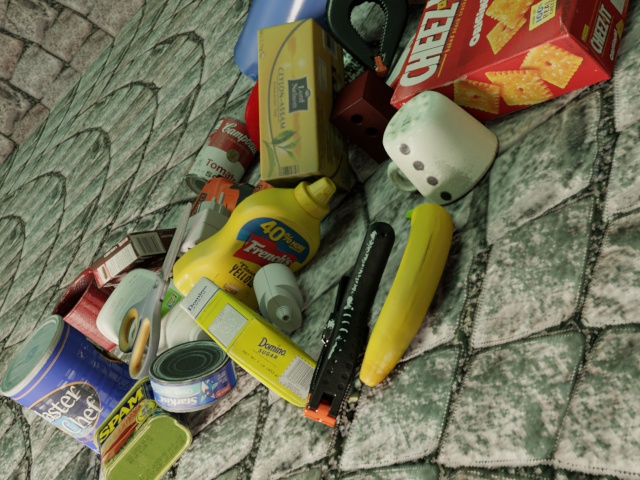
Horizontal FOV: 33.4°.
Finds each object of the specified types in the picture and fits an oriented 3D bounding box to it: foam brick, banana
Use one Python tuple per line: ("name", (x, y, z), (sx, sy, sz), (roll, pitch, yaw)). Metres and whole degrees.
("foam brick", (0.057, -0.129, 1.116), (0.053, 0.078, 0.051), (-32, 31, 37))
("banana", (0.078, 0.032, 0.896), (0.070, 0.037, 0.197), (119, 174, -50))

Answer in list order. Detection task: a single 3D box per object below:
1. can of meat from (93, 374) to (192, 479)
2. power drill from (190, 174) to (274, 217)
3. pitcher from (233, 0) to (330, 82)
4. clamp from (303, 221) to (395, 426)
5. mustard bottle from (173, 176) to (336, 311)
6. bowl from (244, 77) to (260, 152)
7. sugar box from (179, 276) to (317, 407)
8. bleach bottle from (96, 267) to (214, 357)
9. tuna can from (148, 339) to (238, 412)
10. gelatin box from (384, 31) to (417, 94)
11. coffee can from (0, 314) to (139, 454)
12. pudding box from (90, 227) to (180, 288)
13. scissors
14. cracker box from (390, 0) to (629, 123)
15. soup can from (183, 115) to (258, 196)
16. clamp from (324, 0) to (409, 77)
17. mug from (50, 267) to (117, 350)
("can of meat", (-0.180, 0.200, 1.084), (0.102, 0.057, 0.084), (-49, 25, 4))
("power drill", (-0.102, -0.013, 1.262), (0.188, 0.057, 0.184), (2, 59, 60))
("pitcher", (-0.013, -0.315, 1.340), (0.149, 0.144, 0.243), (62, 144, 33))
("clamp", (0.024, 0.068, 0.894), (0.120, 0.039, 0.171), (104, 180, -51))
("mustard bottle", (-0.057, 0.002, 1.103), (0.192, 0.096, 0.058), (-42, 29, 20))
("bowl", (-0.044, -0.171, 1.289), (0.162, 0.055, 0.162), (-56, -11, -17))
("sugar box", (-0.066, 0.090, 0.993), (0.048, 0.093, 0.176), (-51, 23, -3))
("bleach bottle", (-0.179, 0.097, 1.230), (0.102, 0.068, 0.251), (-58, 26, -9))
("tuna can", (-0.126, 0.133, 1.058), (0.086, 0.034, 0.086), (-10, 23, 4))
("gelatin box", (0.095, -0.181, 1.161), (0.089, 0.030, 0.073), (-65, 9, -31))
("coffee can", (-0.267, 0.163, 1.188), (0.103, 0.140, 0.103), (-40, 25, 23))
("pudding box", (-0.226, 0.021, 1.379), (0.090, 0.113, 0.039), (-35, 72, 34))
("scissors", (-0.186, 0.052, 1.179), (0.096, 0.016, 0.202), (13, 90, 56))
("cracker box", (0.177, -0.199, 0.985), (0.214, 0.072, 0.164), (-14, 46, 48))
("soup can", (-0.130, -0.107, 1.433), (0.069, 0.068, 0.102), (-7, 48, 58))
("clamp", (0.053, -0.288, 1.188), (0.164, 0.210, 0.036), (-20, -7, 4))
("mug", (-0.301, 0.092, 1.430), (0.093, 0.081, 0.117), (-49, 23, 3))
